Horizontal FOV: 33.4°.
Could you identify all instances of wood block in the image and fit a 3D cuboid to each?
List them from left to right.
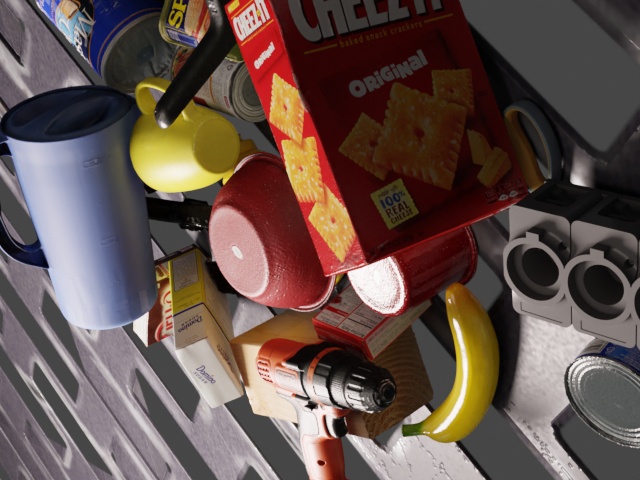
[{"bbox_3d":[0.007,0.131,1.094,0.207,0.090,0.091,-2,111,55],"label":"wood block"}]

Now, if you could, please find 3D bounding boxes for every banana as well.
[{"bbox_3d":[0.125,0.122,0.953,0.037,0.069,0.198,-85,6,-52],"label":"banana"}]

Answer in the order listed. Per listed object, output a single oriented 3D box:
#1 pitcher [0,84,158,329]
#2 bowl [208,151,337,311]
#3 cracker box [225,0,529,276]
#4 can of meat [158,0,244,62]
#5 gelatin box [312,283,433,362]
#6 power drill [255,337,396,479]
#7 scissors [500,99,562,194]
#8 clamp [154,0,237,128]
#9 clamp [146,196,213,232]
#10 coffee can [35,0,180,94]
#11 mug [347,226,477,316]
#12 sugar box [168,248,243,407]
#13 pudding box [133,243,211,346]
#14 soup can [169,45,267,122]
[{"bbox_3d":[-0.251,-0.028,1.114,0.149,0.144,0.243,4,122,16],"label":"pitcher"},{"bbox_3d":[-0.057,0.001,1.004,0.162,0.055,0.162,31,132,40],"label":"bowl"},{"bbox_3d":[0.046,-0.101,0.788,0.072,0.163,0.214,-19,91,60],"label":"cracker box"},{"bbox_3d":[-0.094,-0.222,0.992,0.084,0.057,0.102,26,102,40],"label":"can of meat"},{"bbox_3d":[0.048,0.067,0.990,0.073,0.089,0.030,19,142,48],"label":"gelatin box"},{"bbox_3d":[0.021,0.183,0.976,0.185,0.057,0.187,8,115,56],"label":"power drill"},{"bbox_3d":[0.170,-0.012,0.836,0.096,0.016,0.202,3,115,55],"label":"scissors"},{"bbox_3d":[-0.071,-0.192,0.936,0.036,0.164,0.210,32,128,53],"label":"clamp"},{"bbox_3d":[-0.153,-0.030,1.191,0.172,0.120,0.039,5,92,49],"label":"clamp"},{"bbox_3d":[-0.226,-0.240,1.143,0.140,0.102,0.103,48,144,23],"label":"coffee can"},{"bbox_3d":[0.068,0.015,0.934,0.117,0.081,0.093,-7,107,56],"label":"mug"},{"bbox_3d":[-0.131,0.096,1.198,0.176,0.048,0.093,-102,-13,-57],"label":"sugar box"},{"bbox_3d":[-0.183,0.067,1.311,0.039,0.089,0.113,41,141,32],"label":"pudding box"},{"bbox_3d":[-0.092,-0.159,1.047,0.102,0.068,0.068,24,131,44],"label":"soup can"}]
